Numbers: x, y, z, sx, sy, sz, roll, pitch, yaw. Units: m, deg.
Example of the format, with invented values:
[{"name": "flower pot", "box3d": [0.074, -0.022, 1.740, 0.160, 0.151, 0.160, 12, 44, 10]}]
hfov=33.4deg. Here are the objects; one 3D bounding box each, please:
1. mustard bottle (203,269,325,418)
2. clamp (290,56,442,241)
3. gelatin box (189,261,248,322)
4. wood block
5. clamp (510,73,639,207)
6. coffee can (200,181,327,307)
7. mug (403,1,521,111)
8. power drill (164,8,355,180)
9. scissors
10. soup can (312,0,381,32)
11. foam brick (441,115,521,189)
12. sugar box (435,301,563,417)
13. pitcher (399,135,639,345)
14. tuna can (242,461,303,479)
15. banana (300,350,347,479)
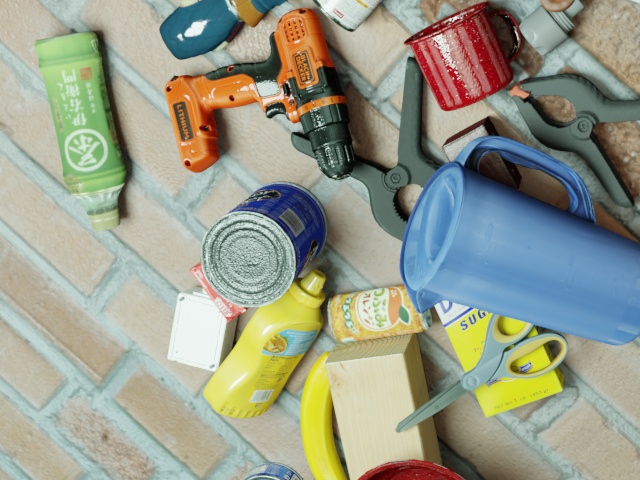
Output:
[{"name": "mustard bottle", "box3d": [-0.050, 0.112, 1.198, 0.058, 0.096, 0.192, 47, 114, 33]}, {"name": "clamp", "box3d": [0.088, -0.079, 1.139, 0.165, 0.036, 0.210, -38, 90, 21]}, {"name": "gelatin box", "box3d": [-0.102, 0.044, 1.194, 0.030, 0.089, 0.073, -34, 95, 20]}, {"name": "wood block", "box3d": [0.077, 0.213, 1.196, 0.091, 0.090, 0.206, -9, 102, 16]}, {"name": "clamp", "box3d": [0.278, -0.124, 1.076, 0.171, 0.039, 0.120, 35, 109, 3]}, {"name": "coffee can", "box3d": [-0.057, 0.001, 1.144, 0.103, 0.140, 0.103, 4, 106, 13]}, {"name": "mug", "box3d": [0.152, -0.188, 1.073, 0.117, 0.093, 0.081, -31, 103, -17]}, {"name": "power drill", "box3d": [-0.063, -0.133, 1.135, 0.188, 0.057, 0.184, -17, 83, 18]}, {"name": "scissors", "box3d": [0.160, 0.127, 1.124, 0.202, 0.016, 0.096, -19, 95, 3]}, {"name": "soup can", "box3d": [0.043, -0.271, 1.080, 0.068, 0.068, 0.102, 44, 111, -1]}, {"name": "foam brick", "box3d": [0.168, -0.080, 1.109, 0.051, 0.053, 0.078, -28, 97, 20]}, {"name": "sugar box", "box3d": [0.187, 0.094, 1.157, 0.093, 0.048, 0.176, -24, 100, 17]}, {"name": "pitcher", "box3d": [0.213, 0.011, 1.057, 0.242, 0.145, 0.149, 18, 137, -15]}, {"name": "tuna can", "box3d": [-0.059, 0.314, 1.289, 0.086, 0.033, 0.086, 4, 106, 13]}, {"name": "banana", "box3d": [0.008, 0.223, 1.241, 0.070, 0.037, 0.198, -7, 101, 27]}]
